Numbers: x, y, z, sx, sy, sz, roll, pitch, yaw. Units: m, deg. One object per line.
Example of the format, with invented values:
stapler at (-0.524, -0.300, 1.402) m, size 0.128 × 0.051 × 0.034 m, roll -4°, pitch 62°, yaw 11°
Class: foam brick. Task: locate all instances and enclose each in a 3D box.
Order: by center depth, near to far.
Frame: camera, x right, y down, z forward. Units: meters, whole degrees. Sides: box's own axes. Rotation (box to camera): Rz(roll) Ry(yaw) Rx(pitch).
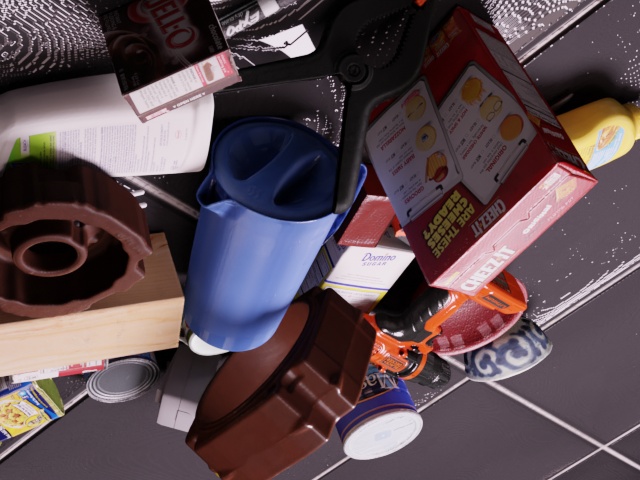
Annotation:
foam brick at (0.045, -0.037, 1.129) m, size 0.051 × 0.053 × 0.078 m, roll 3°, pitch 135°, yaw -30°

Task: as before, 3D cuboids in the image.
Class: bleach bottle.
bleach bottle at (-0.222, -0.097, 0.910) m, size 0.250 × 0.068 × 0.103 m, roll -6°, pitch 141°, yaw -18°

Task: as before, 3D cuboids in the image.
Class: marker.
marker at (-0.067, -0.189, 0.910) m, size 0.121 × 0.020 × 0.020 m, roll -27°, pitch 143°, yaw 6°

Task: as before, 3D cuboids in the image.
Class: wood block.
wood block at (-0.251, 0.065, 1.071) m, size 0.205 × 0.091 × 0.090 m, roll -8°, pitch 142°, yaw -19°

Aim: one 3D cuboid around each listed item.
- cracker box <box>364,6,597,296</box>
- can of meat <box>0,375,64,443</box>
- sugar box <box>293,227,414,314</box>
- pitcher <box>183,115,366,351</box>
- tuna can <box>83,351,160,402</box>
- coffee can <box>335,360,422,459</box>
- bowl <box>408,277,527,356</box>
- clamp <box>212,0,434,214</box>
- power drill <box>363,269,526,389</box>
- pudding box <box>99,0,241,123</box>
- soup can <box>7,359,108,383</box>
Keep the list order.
cracker box at (0.135, -0.082, 0.984) m, size 0.072 × 0.214 × 0.164 m, roll 15°, pitch 129°, yaw -40°
can of meat at (-0.343, 0.175, 1.188) m, size 0.084 × 0.057 × 0.102 m, roll -23°, pitch 144°, yaw -4°
sugar box at (0.025, 0.054, 1.238) m, size 0.093 × 0.048 × 0.176 m, roll 10°, pitch 129°, yaw -33°
pitcher at (-0.057, 0.001, 1.070) m, size 0.149 × 0.145 × 0.243 m, roll 19°, pitch 138°, yaw -4°
tuna can at (-0.231, 0.149, 1.233) m, size 0.086 × 0.034 × 0.086 m, roll -14°, pitch 142°, yaw -11°
coffee can at (0.055, 0.187, 1.338) m, size 0.102 × 0.140 × 0.103 m, roll -14°, pitch 143°, yaw -11°
bowl at (0.172, 0.075, 1.328) m, size 0.162 × 0.055 × 0.162 m, roll -12°, pitch 140°, yaw -10°
clamp at (0.016, -0.151, 0.941) m, size 0.164 × 0.036 × 0.210 m, roll 37°, pitch 89°, yaw -10°
power drill at (0.145, 0.100, 1.252) m, size 0.188 × 0.057 × 0.184 m, roll -39°, pitch 136°, yaw 23°
pudding box at (-0.120, -0.154, 0.849) m, size 0.090 × 0.113 × 0.039 m, roll -24°, pitch 140°, yaw 1°
soup can at (-0.281, 0.111, 1.131) m, size 0.102 × 0.068 × 0.069 m, roll -7°, pitch 141°, yaw -19°
